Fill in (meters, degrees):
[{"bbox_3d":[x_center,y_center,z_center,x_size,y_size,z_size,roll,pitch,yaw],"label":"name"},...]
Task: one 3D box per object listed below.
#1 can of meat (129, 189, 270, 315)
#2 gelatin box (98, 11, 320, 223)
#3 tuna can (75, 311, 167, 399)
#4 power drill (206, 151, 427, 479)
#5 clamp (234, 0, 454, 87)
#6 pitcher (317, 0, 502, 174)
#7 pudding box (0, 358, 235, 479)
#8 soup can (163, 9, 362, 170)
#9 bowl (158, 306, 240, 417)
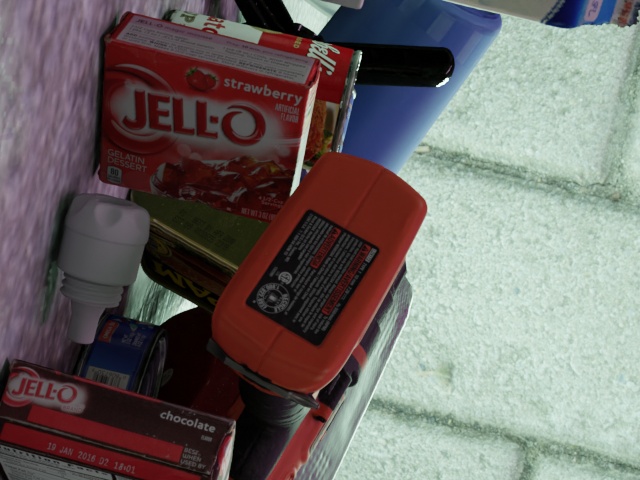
[{"bbox_3d":[-0.054,0.001,0.593,0.057,0.102,0.084,-57,169,-21],"label":"can of meat"},{"bbox_3d":[-0.050,-0.051,0.462,0.030,0.089,0.073,-73,176,-52],"label":"gelatin box"},{"bbox_3d":[-0.109,0.083,0.569,0.086,0.034,0.086,18,85,-89],"label":"tuna can"},{"bbox_3d":[0.002,0.038,0.514,0.184,0.057,0.188,-59,170,-26],"label":"power drill"},{"bbox_3d":[-0.023,-0.133,0.731,0.210,0.164,0.036,-12,-129,66],"label":"clamp"},{"bbox_3d":[0.038,-0.118,0.873,0.243,0.144,0.149,-51,-147,29],"label":"pitcher"},{"bbox_3d":[-0.085,0.095,0.447,0.113,0.090,0.039,104,3,-59],"label":"pudding box"},{"bbox_3d":[-0.035,-0.078,0.562,0.068,0.102,0.068,17,86,-89],"label":"soup can"},{"bbox_3d":[-0.075,0.094,0.646,0.162,0.055,0.162,-31,-142,27],"label":"bowl"}]
